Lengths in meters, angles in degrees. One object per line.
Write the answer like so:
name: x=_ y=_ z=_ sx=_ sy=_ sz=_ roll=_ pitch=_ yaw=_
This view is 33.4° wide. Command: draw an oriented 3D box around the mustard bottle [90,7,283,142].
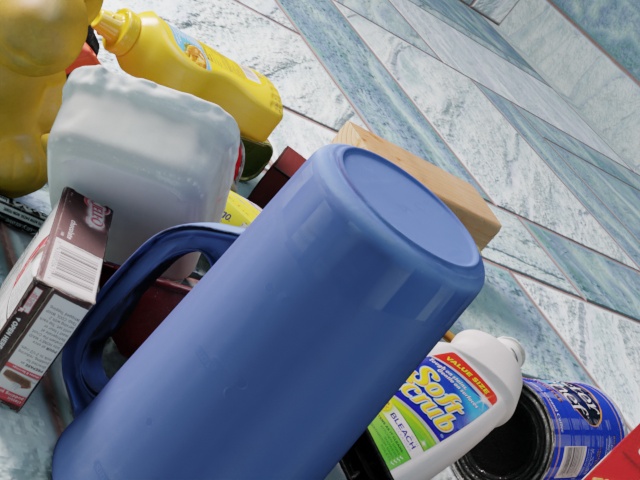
mustard bottle: x=-0.124 y=-0.158 z=0.965 sx=0.191 sy=0.058 sz=0.096 roll=26 pitch=21 yaw=-41

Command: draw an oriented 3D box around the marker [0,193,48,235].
marker: x=-0.207 y=-0.015 z=0.760 sx=0.121 sy=0.020 sz=0.020 roll=26 pitch=24 yaw=-30

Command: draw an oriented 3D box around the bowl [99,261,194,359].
bowl: x=-0.081 y=0.062 z=0.706 sx=0.162 sy=0.055 sz=0.162 roll=16 pitch=-5 yaw=1

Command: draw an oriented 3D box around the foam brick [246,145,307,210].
foam brick: x=-0.035 y=-0.053 z=1.076 sx=0.051 sy=0.053 sz=0.078 roll=37 pitch=21 yaw=-5

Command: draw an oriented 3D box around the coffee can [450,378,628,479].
coffee can: x=0.187 y=0.170 z=0.916 sx=0.140 sy=0.103 sz=0.103 roll=12 pitch=33 yaw=-49

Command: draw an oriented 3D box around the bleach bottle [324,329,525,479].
bleach bottle: x=0.069 y=0.117 z=0.776 sx=0.250 sy=0.068 sz=0.102 roll=-22 pitch=68 yaw=-46

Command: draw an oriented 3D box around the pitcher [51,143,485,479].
pitcher: x=-0.035 y=0.062 z=0.573 sx=0.149 sy=0.243 sz=0.145 roll=30 pitch=23 yaw=-23

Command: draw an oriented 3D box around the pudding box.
pudding box: x=-0.165 y=0.032 z=0.636 sx=0.039 sy=0.090 sz=0.113 roll=30 pitch=23 yaw=-18
